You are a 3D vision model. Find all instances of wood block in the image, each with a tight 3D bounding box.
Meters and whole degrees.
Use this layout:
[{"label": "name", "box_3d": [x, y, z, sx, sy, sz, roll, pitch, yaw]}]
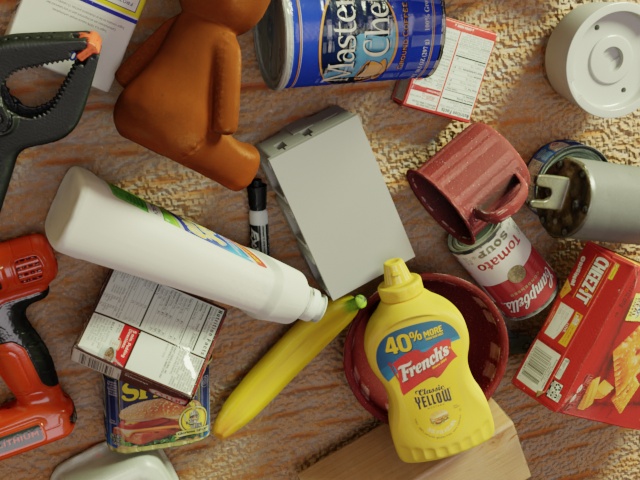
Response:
[{"label": "wood block", "box_3d": [0.094, 0.236, 1.076, 0.206, 0.090, 0.091, -29, 126, -8]}]

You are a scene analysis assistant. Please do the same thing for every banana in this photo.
[{"label": "banana", "box_3d": [-0.030, 0.110, 1.012, 0.037, 0.069, 0.198, 45, 102, 5]}]

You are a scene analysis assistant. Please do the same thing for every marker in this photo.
[{"label": "marker", "box_3d": [-0.056, 0.001, 0.991, 0.020, 0.020, 0.121, -8, 110, -16]}]

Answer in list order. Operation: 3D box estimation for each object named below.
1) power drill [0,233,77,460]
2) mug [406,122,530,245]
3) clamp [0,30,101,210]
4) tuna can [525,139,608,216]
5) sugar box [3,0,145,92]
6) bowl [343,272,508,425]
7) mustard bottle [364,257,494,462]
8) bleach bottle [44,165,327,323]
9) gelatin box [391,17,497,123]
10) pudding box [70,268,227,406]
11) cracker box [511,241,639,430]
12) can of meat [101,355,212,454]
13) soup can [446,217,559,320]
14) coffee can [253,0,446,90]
[{"label": "power drill", "box_3d": [-0.300, 0.100, 0.920, 0.184, 0.057, 0.187, -17, 112, -12]}, {"label": "mug", "box_3d": [0.146, -0.052, 0.991, 0.081, 0.117, 0.093, -41, 123, -8]}, {"label": "clamp", "box_3d": [-0.266, -0.107, 0.848, 0.210, 0.036, 0.164, -38, 118, 16]}, {"label": "tuna can", "box_3d": [0.245, -0.057, 1.065, 0.086, 0.034, 0.086, -6, 109, -17]}, {"label": "sugar box", "box_3d": [-0.182, -0.219, 0.861, 0.093, 0.048, 0.176, 21, 104, -23]}, {"label": "bowl", "box_3d": [0.099, 0.102, 1.048, 0.162, 0.055, 0.162, -1, 105, -5]}, {"label": "mustard bottle", "box_3d": [0.093, 0.106, 0.988, 0.096, 0.058, 0.191, -16, 105, 4]}, {"label": "bleach bottle", "box_3d": [-0.109, 0.016, 0.934, 0.250, 0.103, 0.068, 23, 96, -25]}, {"label": "gelatin box", "box_3d": [0.114, -0.160, 0.989, 0.073, 0.030, 0.089, 11, 104, -23]}, {"label": "pudding box", "box_3d": [-0.149, 0.082, 0.937, 0.113, 0.039, 0.090, 24, 63, -6]}, {"label": "cracker box", "box_3d": [0.314, 0.106, 1.091, 0.213, 0.072, 0.164, 18, 102, -42]}, {"label": "can of meat", "box_3d": [-0.152, 0.144, 0.987, 0.102, 0.057, 0.084, -5, 111, -18]}, {"label": "soup can", "box_3d": [0.180, 0.020, 1.051, 0.068, 0.068, 0.102, -43, 115, -1]}, {"label": "coffee can", "box_3d": [0.022, -0.184, 0.909, 0.140, 0.103, 0.103, -7, 110, -17]}]
